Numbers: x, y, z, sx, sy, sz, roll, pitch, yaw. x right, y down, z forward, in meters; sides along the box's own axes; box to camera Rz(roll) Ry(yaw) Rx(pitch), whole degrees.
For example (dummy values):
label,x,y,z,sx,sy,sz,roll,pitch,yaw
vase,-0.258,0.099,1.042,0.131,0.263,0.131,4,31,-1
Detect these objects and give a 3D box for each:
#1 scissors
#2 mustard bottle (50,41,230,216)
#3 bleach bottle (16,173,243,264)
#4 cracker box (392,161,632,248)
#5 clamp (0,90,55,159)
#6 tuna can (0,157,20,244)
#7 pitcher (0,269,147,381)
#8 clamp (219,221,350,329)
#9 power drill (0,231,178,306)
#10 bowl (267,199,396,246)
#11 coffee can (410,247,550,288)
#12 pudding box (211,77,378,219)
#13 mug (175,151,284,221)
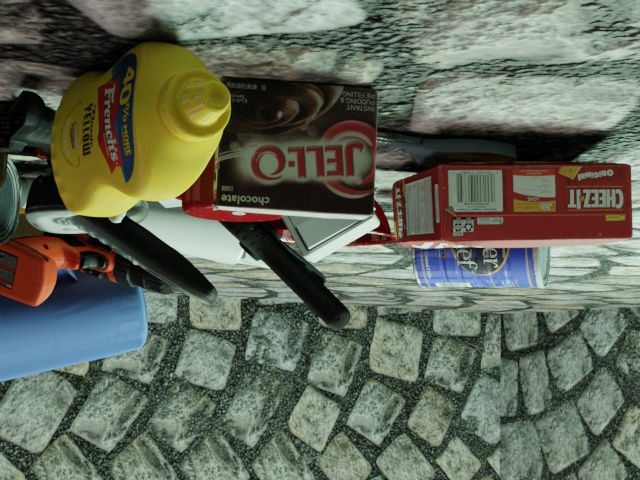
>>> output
label,x,y,z,sx,sy,sz,roll,pitch,yaw
scissors,0.067,-0.078,0.909,0.201,0.016,0.096,4,173,-16
mustard bottle,-0.109,-0.071,0.663,0.058,0.096,0.192,6,172,-33
bleach bottle,-0.207,-0.031,1.153,0.250,0.068,0.103,11,-168,-30
cracker box,0.164,-0.028,0.968,0.164,0.072,0.214,-1,179,-6
clamp,-0.233,-0.087,0.809,0.120,0.039,0.171,4,-179,17
tuna can,-0.321,-0.040,1.026,0.034,0.086,0.086,2,173,6
pitcher,-0.333,0.087,1.258,0.242,0.145,0.149,-9,171,-22
clamp,-0.057,0.001,1.068,0.210,0.036,0.164,43,-179,-7
power drill,-0.259,0.025,1.125,0.185,0.057,0.187,17,-169,24
bowl,0.006,-0.029,1.178,0.162,0.055,0.162,1,173,0
coffee can,0.182,0.002,1.199,0.140,0.103,0.102,-1,173,19
pudding box,-0.017,-0.062,0.745,0.113,0.090,0.039,3,174,-6
mug,-0.075,-0.059,0.822,0.117,0.081,0.093,-1,173,23
